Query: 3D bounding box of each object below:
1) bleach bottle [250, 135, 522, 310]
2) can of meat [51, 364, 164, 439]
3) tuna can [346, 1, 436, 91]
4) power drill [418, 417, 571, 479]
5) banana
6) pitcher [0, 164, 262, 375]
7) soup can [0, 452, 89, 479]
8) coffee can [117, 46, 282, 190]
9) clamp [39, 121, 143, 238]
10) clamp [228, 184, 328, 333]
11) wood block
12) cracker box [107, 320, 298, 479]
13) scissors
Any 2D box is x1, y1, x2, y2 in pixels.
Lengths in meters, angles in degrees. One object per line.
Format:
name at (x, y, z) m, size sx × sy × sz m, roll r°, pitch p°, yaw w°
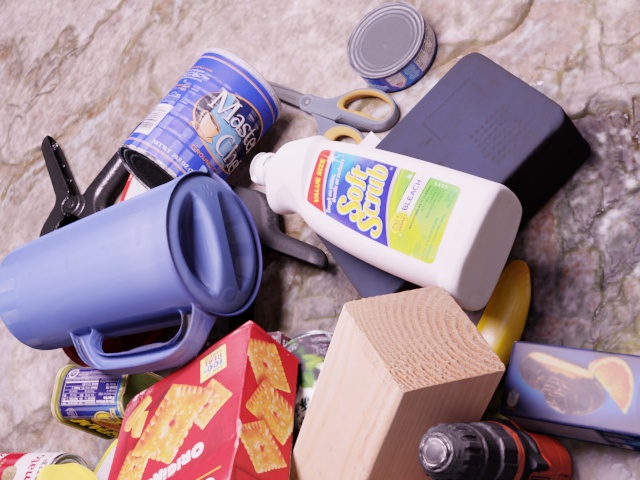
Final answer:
bleach bottle at (0.037, -0.026, 0.889) m, size 0.251 × 0.068 × 0.102 m, roll 19°, pitch 82°, yaw 38°
can of meat at (-0.191, 0.155, 1.023) m, size 0.084 × 0.102 × 0.057 m, roll -6°, pitch 64°, yaw 29°
tuna can at (0.071, -0.191, 1.055) m, size 0.086 × 0.033 × 0.086 m, roll -14°, pitch 61°, yaw 28°
power drill at (0.085, 0.207, 0.774) m, size 0.188 × 0.184 × 0.057 m, roll -50°, pitch 52°, yaw 15°
banana at (0.117, 0.104, 0.883) m, size 0.198 × 0.037 × 0.070 m, roll -48°, pitch 51°, yaw 6°
pitcher at (-0.185, 0.038, 0.986) m, size 0.243 × 0.149 × 0.145 m, roll -17°, pitch 103°, yaw 31°
soup can at (-0.288, 0.246, 1.066) m, size 0.102 × 0.068 × 0.068 m, roll -7°, pitch 65°, yaw 30°
coffee can at (-0.121, -0.110, 1.078) m, size 0.103 × 0.102 × 0.140 m, roll 23°, pitch 66°, yaw 38°
clamp at (-0.279, -0.039, 1.214) m, size 0.165 × 0.036 × 0.210 m, roll 3°, pitch 71°, yaw 34°
clamp at (-0.057, 0.001, 1.046) m, size 0.120 × 0.039 × 0.171 m, roll -31°, pitch 54°, yaw 16°
wood block at (0.048, 0.143, 0.807) m, size 0.090 × 0.090 × 0.206 m, roll 55°, pitch 142°, yaw 38°
cracker box at (-0.103, 0.189, 0.861) m, size 0.164 × 0.072 × 0.213 m, roll -34°, pitch 28°, yaw 26°
scissors at (-0.011, -0.121, 1.088) m, size 0.202 × 0.016 × 0.096 m, roll 8°, pitch 73°, yaw 36°
